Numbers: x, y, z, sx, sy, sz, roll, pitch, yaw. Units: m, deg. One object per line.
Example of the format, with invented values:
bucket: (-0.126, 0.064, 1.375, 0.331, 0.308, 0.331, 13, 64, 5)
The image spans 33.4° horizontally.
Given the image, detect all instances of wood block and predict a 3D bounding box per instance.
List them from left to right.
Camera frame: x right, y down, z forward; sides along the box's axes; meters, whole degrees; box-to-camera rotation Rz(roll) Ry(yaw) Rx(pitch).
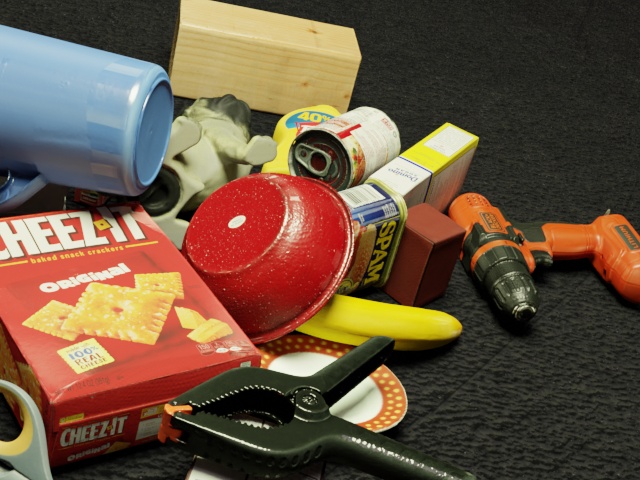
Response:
wood block: (-0.067, -0.208, 1.230, 0.206, 0.090, 0.091, 9, 32, -11)

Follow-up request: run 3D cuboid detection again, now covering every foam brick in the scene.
foam brick: (0.089, 0.014, 0.974, 0.051, 0.078, 0.053, -21, 48, -42)

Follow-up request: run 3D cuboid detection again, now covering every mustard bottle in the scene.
mustard bottle: (-0.004, -0.092, 1.111, 0.096, 0.058, 0.191, 16, 32, -3)

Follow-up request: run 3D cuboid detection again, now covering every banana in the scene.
banana: (0.039, 0.065, 0.894, 0.197, 0.037, 0.070, 12, 17, -16)

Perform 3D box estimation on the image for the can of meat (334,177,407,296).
can of meat: (0.020, 0.003, 0.939, 0.083, 0.102, 0.057, -18, 46, -39)

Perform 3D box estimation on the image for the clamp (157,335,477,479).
clamp: (-0.003, 0.127, 0.726, 0.209, 0.036, 0.165, -2, 34, -29)

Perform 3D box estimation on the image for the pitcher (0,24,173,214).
pitcher: (-0.252, -0.101, 0.863, 0.243, 0.149, 0.145, 12, 24, 7)

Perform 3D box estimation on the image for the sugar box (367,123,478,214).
sugar box: (0.091, -0.045, 1.050, 0.048, 0.093, 0.175, 30, 34, 21)

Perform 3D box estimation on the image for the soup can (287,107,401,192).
soup can: (0.024, -0.083, 0.997, 0.069, 0.069, 0.102, 29, 31, 20)

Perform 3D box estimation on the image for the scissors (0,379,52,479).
scissors: (-0.158, 0.152, 0.664, 0.202, 0.096, 0.016, 18, -8, 6)

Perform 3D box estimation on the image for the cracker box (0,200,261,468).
cracker box: (-0.167, 0.058, 0.800, 0.163, 0.072, 0.214, -9, 39, -35)

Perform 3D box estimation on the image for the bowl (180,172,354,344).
bowl: (-0.056, 0.001, 0.862, 0.162, 0.055, 0.162, -15, 52, 20)

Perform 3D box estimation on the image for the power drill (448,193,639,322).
power drill: (0.231, 0.020, 1.046, 0.187, 0.057, 0.184, 6, 34, -16)
